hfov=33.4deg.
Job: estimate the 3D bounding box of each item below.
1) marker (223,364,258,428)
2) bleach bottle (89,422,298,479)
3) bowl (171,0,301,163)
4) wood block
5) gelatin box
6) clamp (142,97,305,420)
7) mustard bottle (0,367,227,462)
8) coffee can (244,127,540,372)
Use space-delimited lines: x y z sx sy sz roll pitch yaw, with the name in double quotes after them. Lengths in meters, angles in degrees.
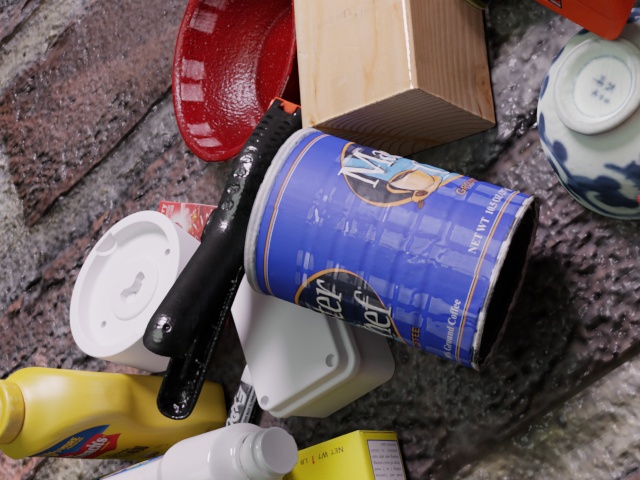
-0.054 0.118 0.751 0.020 0.020 0.121 23 96 41 "marker"
-0.100 0.169 0.703 0.251 0.102 0.068 -30 74 40 "bleach bottle"
-0.044 -0.131 0.763 0.162 0.055 0.162 -13 74 51 "bowl"
0.042 -0.167 0.687 0.090 0.090 0.206 -16 70 37 "wood block"
-0.096 0.017 0.803 0.073 0.030 0.089 7 84 41 "gelatin box"
-0.054 0.001 0.637 0.036 0.164 0.210 22 75 2 "clamp"
-0.160 0.120 0.727 0.096 0.191 0.058 -24 65 34 "mustard bottle"
0.042 0.003 0.610 0.140 0.102 0.103 19 93 18 "coffee can"
